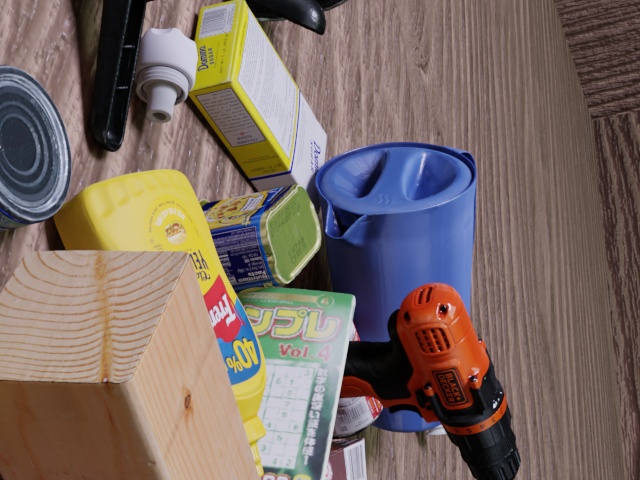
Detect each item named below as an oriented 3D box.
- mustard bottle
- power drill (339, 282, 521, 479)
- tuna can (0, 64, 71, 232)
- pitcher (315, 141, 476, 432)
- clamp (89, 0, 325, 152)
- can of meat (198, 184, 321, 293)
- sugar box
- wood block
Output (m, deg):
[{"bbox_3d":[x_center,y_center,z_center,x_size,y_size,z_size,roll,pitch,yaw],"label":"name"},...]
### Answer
[{"bbox_3d":[-0.081,0.054,0.631,0.096,0.058,0.191,-15,79,-59],"label":"mustard bottle"},{"bbox_3d":[0.045,0.123,0.806,0.057,0.188,0.184,-70,141,-55],"label":"power drill"},{"bbox_3d":[-0.168,-0.048,0.559,0.086,0.034,0.086,-11,90,-69],"label":"tuna can"},{"bbox_3d":[0.078,0.040,0.942,0.145,0.149,0.243,-101,-175,-60],"label":"pitcher"},{"bbox_3d":[-0.115,-0.171,0.668,0.210,0.165,0.036,57,11,7],"label":"clamp"},{"bbox_3d":[-0.055,0.001,0.753,0.102,0.084,0.057,-51,127,-63],"label":"can of meat"},{"bbox_3d":[-0.048,-0.103,0.876,0.176,0.048,0.093,59,29,-49],"label":"sugar box"},{"bbox_3d":[-0.094,0.113,0.543,0.090,0.090,0.206,-72,156,-50],"label":"wood block"}]
